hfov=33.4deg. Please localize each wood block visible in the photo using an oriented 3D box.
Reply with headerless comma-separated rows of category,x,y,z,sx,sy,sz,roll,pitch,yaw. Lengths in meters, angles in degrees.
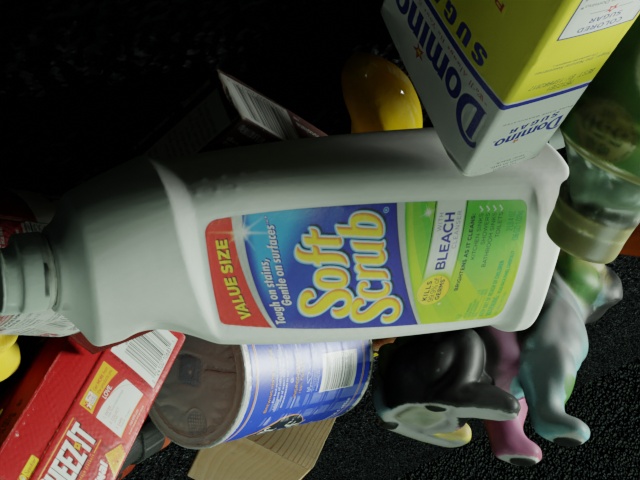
wood block,-0.051,0.170,0.957,0.090,0.091,0.206,-62,180,-27

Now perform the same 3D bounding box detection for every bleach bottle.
bleach bottle,-0.013,0.006,0.461,0.250,0.068,0.103,-8,124,-27

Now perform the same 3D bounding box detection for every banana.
banana,0.020,-0.043,0.582,0.069,0.037,0.198,-17,161,-24

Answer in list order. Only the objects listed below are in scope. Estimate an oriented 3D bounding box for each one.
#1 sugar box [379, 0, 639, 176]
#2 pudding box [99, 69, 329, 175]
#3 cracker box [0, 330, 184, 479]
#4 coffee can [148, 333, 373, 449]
sugar box,0.071,-0.102,0.388,0.048,0.093,0.176,-17,160,-17
pudding box,-0.038,-0.021,0.508,0.090,0.039,0.113,-39,140,20
cracker box,-0.191,0.136,0.635,0.214,0.072,0.164,-36,-160,33
coffee can,-0.044,0.085,0.755,0.103,0.103,0.140,-37,159,33
